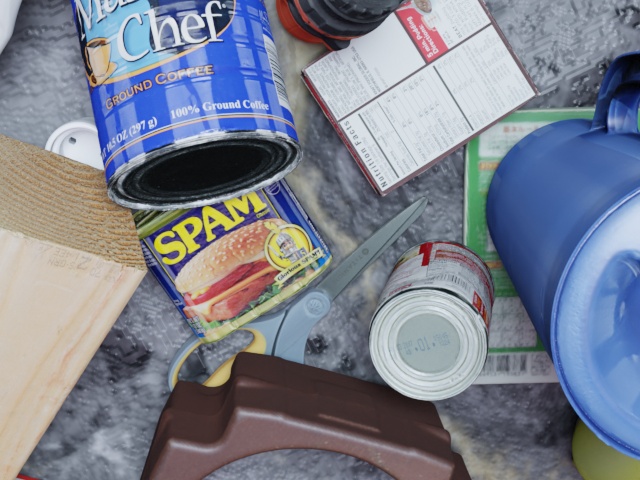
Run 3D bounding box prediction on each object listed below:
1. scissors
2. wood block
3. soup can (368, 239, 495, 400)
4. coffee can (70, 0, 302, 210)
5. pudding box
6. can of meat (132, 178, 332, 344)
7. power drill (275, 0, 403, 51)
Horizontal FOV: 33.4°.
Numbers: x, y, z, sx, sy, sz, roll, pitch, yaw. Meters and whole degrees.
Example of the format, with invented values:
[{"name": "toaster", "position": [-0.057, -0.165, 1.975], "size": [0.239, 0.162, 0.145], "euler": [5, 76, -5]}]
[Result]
[{"name": "scissors", "position": [-0.001, 0.059, 0.678], "size": [0.202, 0.016, 0.096], "euler": [-28, 106, 4]}, {"name": "wood block", "position": [-0.189, 0.054, 0.590], "size": [0.090, 0.091, 0.206], "euler": [19, 118, -33]}, {"name": "soup can", "position": [0.067, 0.044, 0.628], "size": [0.068, 0.102, 0.068], "euler": [3, 105, 10]}, {"name": "coffee can", "position": [-0.074, -0.099, 0.561], "size": [0.103, 0.103, 0.140], "euler": [-14, 77, -1]}, {"name": "pudding box", "position": [0.058, -0.092, 0.627], "size": [0.113, 0.039, 0.090], "euler": [-32, 95, 6]}, {"name": "can of meat", "position": [-0.054, 0.001, 0.640], "size": [0.102, 0.057, 0.084], "euler": [-32, 106, 4]}, {"name": "power drill", "position": [0.057, -0.176, 0.547], "size": [0.187, 0.184, 0.057], "euler": [-44, 104, -3]}]
